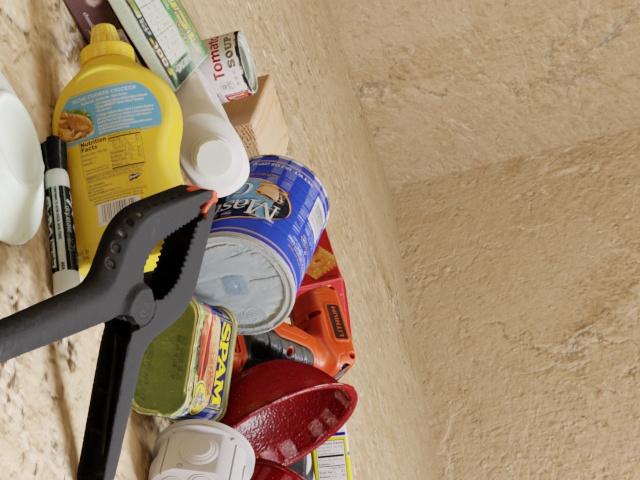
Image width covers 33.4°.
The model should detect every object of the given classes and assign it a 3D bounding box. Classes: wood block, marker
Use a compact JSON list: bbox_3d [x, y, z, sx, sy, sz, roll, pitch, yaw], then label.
[{"bbox_3d":[-0.097,-0.111,1.199,0.206,0.091,0.090,-82,158,-67],"label":"wood block"},{"bbox_3d":[-0.183,-0.018,0.749,0.020,0.020,0.121,53,24,-68],"label":"marker"}]

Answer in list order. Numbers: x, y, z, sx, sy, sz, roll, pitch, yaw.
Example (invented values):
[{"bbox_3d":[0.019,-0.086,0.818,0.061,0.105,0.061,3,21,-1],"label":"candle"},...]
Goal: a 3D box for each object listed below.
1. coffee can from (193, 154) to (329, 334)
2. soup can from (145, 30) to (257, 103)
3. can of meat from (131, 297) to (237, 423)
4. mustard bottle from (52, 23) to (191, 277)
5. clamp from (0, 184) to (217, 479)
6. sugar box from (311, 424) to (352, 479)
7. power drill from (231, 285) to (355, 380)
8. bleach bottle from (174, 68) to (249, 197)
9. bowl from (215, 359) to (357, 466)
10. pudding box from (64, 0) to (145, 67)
[{"bbox_3d":[-0.056,0.001,0.946,0.140,0.103,0.103,-68,145,-54],"label":"coffee can"},{"bbox_3d":[-0.122,-0.169,1.088,0.068,0.102,0.068,-13,90,-81],"label":"soup can"},{"bbox_3d":[-0.111,0.095,0.855,0.084,0.057,0.102,41,55,-71],"label":"can of meat"},{"bbox_3d":[-0.149,-0.072,0.792,0.058,0.096,0.191,49,29,-73],"label":"mustard bottle"},{"bbox_3d":[-0.126,0.051,0.689,0.209,0.036,0.164,-55,145,-35],"label":"clamp"},{"bbox_3d":[0.012,0.258,1.143,0.093,0.048,0.176,96,-14,-74],"label":"sugar box"},{"bbox_3d":[-0.061,0.064,1.028,0.187,0.057,0.184,17,45,-39],"label":"power drill"},{"bbox_3d":[-0.108,-0.096,0.939,0.102,0.068,0.251,61,-3,-16],"label":"bleach bottle"},{"bbox_3d":[-0.049,0.155,0.948,0.055,0.162,0.162,58,0,27],"label":"bowl"},{"bbox_3d":[-0.190,-0.213,0.934,0.090,0.039,0.113,-95,167,-45],"label":"pudding box"}]
